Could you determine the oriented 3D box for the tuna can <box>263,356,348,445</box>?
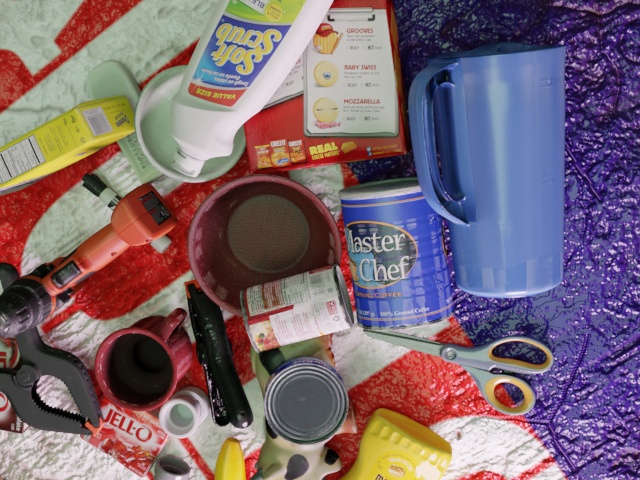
[{"bbox_3d":[-0.015,0.162,1.089,0.086,0.034,0.086,0,98,-2],"label":"tuna can"}]

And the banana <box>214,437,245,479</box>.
[{"bbox_3d":[-0.077,0.319,1.204,0.069,0.037,0.198,-30,94,2],"label":"banana"}]

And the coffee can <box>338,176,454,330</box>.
[{"bbox_3d":[0.078,0.011,1.089,0.103,0.102,0.140,-6,98,11],"label":"coffee can"}]

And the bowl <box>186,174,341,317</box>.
[{"bbox_3d":[-0.057,0.001,1.128,0.162,0.055,0.162,1,109,2],"label":"bowl"}]

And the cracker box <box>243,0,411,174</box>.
[{"bbox_3d":[-0.002,-0.184,1.088,0.164,0.072,0.214,-7,97,11],"label":"cracker box"}]

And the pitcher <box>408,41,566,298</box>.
[{"bbox_3d":[0.170,-0.070,1.043,0.149,0.145,0.243,-3,102,10],"label":"pitcher"}]

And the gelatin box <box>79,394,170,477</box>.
[{"bbox_3d":[-0.218,0.214,1.214,0.089,0.030,0.073,32,103,3],"label":"gelatin box"}]

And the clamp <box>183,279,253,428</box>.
[{"bbox_3d":[-0.110,0.125,1.142,0.039,0.120,0.171,-17,95,-24],"label":"clamp"}]

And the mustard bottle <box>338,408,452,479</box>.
[{"bbox_3d":[0.060,0.284,1.161,0.096,0.058,0.192,27,103,0],"label":"mustard bottle"}]

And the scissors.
[{"bbox_3d":[0.147,0.139,1.143,0.202,0.016,0.096,-1,99,11],"label":"scissors"}]

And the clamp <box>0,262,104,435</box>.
[{"bbox_3d":[-0.333,0.151,1.183,0.164,0.036,0.210,-43,94,7],"label":"clamp"}]

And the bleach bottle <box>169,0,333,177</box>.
[{"bbox_3d":[-0.071,-0.172,1.035,0.102,0.068,0.251,31,105,7],"label":"bleach bottle"}]

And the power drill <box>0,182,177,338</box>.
[{"bbox_3d":[-0.247,0.021,1.104,0.188,0.184,0.057,-34,98,16],"label":"power drill"}]

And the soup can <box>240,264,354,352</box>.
[{"bbox_3d":[-0.023,0.068,1.083,0.102,0.068,0.068,-16,96,7],"label":"soup can"}]

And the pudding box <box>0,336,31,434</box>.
[{"bbox_3d":[-0.373,0.159,1.228,0.090,0.039,0.113,8,101,8],"label":"pudding box"}]

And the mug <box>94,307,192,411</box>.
[{"bbox_3d":[-0.183,0.120,1.165,0.093,0.081,0.117,34,104,3],"label":"mug"}]

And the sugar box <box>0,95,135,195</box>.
[{"bbox_3d":[-0.286,-0.095,1.125,0.176,0.093,0.048,-25,93,27],"label":"sugar box"}]

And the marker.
[{"bbox_3d":[-0.216,-0.032,1.178,0.121,0.020,0.020,40,104,1],"label":"marker"}]
